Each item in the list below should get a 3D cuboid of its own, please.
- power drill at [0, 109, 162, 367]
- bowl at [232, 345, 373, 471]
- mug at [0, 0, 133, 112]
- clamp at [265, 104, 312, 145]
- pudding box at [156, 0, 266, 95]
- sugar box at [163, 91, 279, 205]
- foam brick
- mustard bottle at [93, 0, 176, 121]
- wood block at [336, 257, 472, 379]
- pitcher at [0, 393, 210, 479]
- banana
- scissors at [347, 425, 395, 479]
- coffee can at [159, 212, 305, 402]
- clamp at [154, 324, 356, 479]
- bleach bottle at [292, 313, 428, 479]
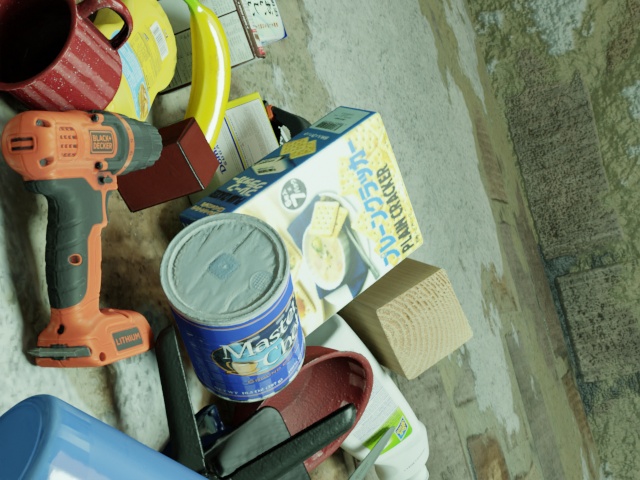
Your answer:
[{"bbox_3d":[-0.167,-0.005,0.803,0.184,0.057,0.188,-12,97,-69],"label":"power drill"},{"bbox_3d":[-0.027,0.155,1.013,0.055,0.162,0.162,42,0,35],"label":"bowl"},{"bbox_3d":[-0.196,-0.146,0.818,0.093,0.117,0.081,60,8,28],"label":"mug"},{"bbox_3d":[-0.038,-0.080,1.227,0.039,0.120,0.171,41,16,-51],"label":"clamp"},{"bbox_3d":[-0.122,-0.203,1.053,0.039,0.114,0.090,-46,117,-71],"label":"pudding box"},{"bbox_3d":[-0.099,-0.098,1.128,0.093,0.048,0.176,70,24,-7],"label":"sugar box"},{"bbox_3d":[-0.140,-0.067,0.947,0.051,0.078,0.053,63,25,-26],"label":"foam brick"},{"bbox_3d":[-0.180,-0.145,0.931,0.191,0.058,0.096,-76,154,-55],"label":"mustard bottle"},{"bbox_3d":[0.066,0.072,1.190,0.206,0.090,0.090,18,-43,64],"label":"wood block"},{"bbox_3d":[-0.117,0.209,0.678,0.242,0.145,0.149,40,45,-29],"label":"pitcher"},{"bbox_3d":[-0.118,-0.134,1.010,0.069,0.037,0.198,2,97,-37],"label":"banana"},{"bbox_3d":[0.011,0.248,1.067,0.096,0.016,0.201,46,56,-29],"label":"scissors"},{"bbox_3d":[-0.070,0.058,0.886,0.140,0.103,0.103,82,5,-56],"label":"coffee can"},{"bbox_3d":[-0.091,0.178,0.809,0.164,0.210,0.036,30,-8,-1],"label":"clamp"},{"bbox_3d":[0.043,0.191,1.153,0.250,0.102,0.068,55,-11,-32],"label":"bleach bottle"}]
